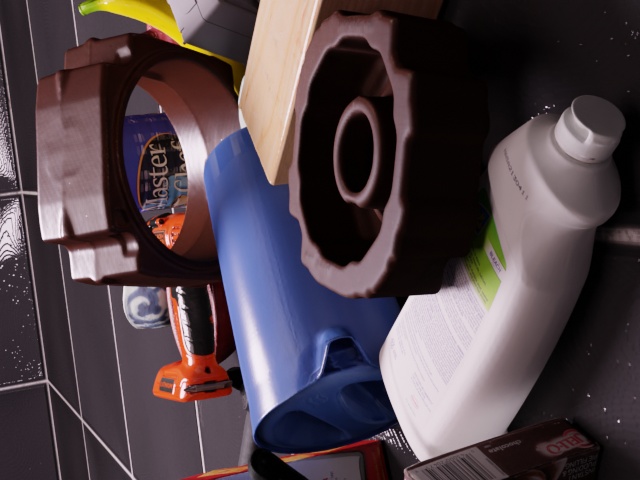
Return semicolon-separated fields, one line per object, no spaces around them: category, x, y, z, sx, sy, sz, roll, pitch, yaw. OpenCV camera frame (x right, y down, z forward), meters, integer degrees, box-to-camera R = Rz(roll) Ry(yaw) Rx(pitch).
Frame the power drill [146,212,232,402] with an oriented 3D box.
power drill;-0.145;0.065;1.081;0.185;0.057;0.187;-5;92;63

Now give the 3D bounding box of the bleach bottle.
bleach bottle;0.106;0.025;0.602;0.251;0.068;0.102;112;144;-47

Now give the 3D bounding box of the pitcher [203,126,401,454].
pitcher;-0.014;0.036;0.823;0.149;0.144;0.243;-38;54;31

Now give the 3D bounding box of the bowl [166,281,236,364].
bowl;-0.118;0.065;1.160;0.162;0.055;0.162;29;122;60

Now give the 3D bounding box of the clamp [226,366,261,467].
clamp;-0.062;0.146;1.045;0.120;0.039;0.172;67;148;33

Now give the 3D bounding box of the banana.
banana;-0.123;-0.184;0.988;0.070;0.197;0.037;-42;21;40

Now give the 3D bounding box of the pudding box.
pudding box;0.098;0.156;0.599;0.039;0.113;0.090;42;137;53

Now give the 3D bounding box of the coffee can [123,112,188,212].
coffee can;-0.163;-0.083;1.112;0.103;0.140;0.103;172;90;-68

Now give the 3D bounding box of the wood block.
wood block;0.013;-0.143;0.728;0.206;0.090;0.090;108;147;-48
